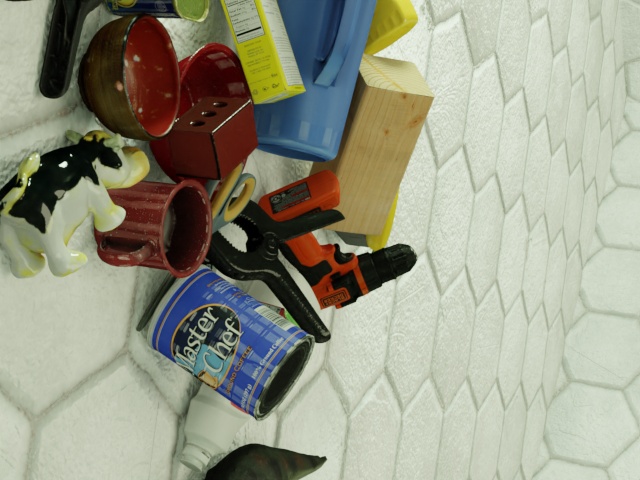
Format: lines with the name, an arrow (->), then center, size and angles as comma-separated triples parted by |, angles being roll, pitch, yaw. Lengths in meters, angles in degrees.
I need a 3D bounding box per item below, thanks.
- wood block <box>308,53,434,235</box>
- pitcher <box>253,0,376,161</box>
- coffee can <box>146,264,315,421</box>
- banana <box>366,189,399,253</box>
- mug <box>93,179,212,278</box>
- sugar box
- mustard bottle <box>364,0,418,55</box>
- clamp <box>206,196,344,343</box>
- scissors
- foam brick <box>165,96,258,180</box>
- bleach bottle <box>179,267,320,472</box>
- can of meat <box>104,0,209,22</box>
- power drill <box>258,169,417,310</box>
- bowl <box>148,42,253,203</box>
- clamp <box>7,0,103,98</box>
wood block -> 0.056, -0.118, 1.334 | 0.091, 0.090, 0.206 | -110, -148, -51
pitcher -> -0.008, -0.219, 1.232 | 0.149, 0.145, 0.243 | 17, 84, -68
coffee can -> -0.091, 0.104, 1.091 | 0.102, 0.140, 0.103 | -51, 163, -23
banana -> 0.085, -0.071, 1.436 | 0.070, 0.037, 0.198 | -140, -121, -79
mug -> -0.165, -0.009, 1.004 | 0.117, 0.082, 0.093 | -52, 142, -49
sugar box -> -0.069, -0.233, 1.118 | 0.093, 0.048, 0.176 | -37, 107, -77
mustard bottle -> 0.043, -0.334, 1.338 | 0.058, 0.096, 0.191 | -21, 84, -45
clamp -> -0.058, 0.001, 1.177 | 0.209, 0.036, 0.164 | 30, 55, -26
scissors -> -0.122, 0.003, 1.093 | 0.096, 0.016, 0.202 | -10, 131, -63
foam brick -> -0.102, -0.098, 1.019 | 0.078, 0.053, 0.051 | -51, 140, -49
bleach bottle -> -0.088, 0.154, 1.233 | 0.250, 0.068, 0.102 | -62, 150, -26
can of meat -> -0.148, -0.252, 0.972 | 0.057, 0.084, 0.102 | -6, 102, -65
power drill -> 0.015, 0.004, 1.320 | 0.057, 0.184, 0.187 | -111, 177, -51
bowl -> -0.129, -0.120, 1.085 | 0.161, 0.055, 0.162 | 7, 90, -66
clamp -> -0.212, -0.217, 0.889 | 0.120, 0.039, 0.171 | 88, 14, -64
